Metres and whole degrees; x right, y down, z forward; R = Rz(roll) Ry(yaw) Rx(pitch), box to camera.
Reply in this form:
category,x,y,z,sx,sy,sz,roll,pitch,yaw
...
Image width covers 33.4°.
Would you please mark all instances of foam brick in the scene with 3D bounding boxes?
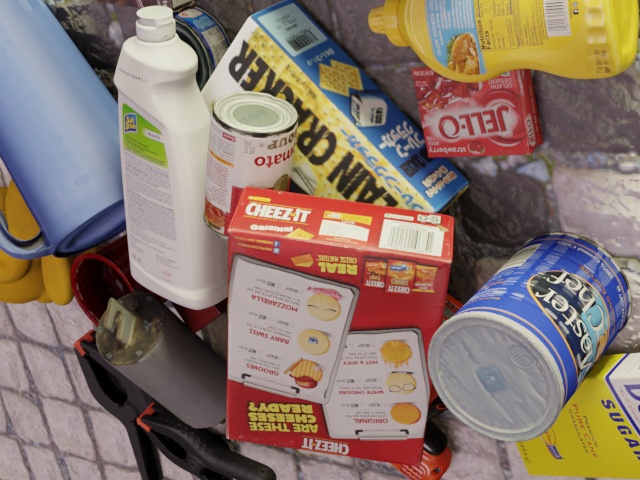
category,x,y,z,sx,sy,sz,roll,pitch,yaw
foam brick,-0.100,0.042,1.023,0.053,0.078,0.051,54,136,-1

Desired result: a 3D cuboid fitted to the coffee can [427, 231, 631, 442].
category,x,y,z,sx,sy,sz,roll,pitch,yaw
coffee can,0.158,0.068,0.794,0.103,0.140,0.103,19,125,29

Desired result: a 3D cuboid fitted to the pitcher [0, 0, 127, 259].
category,x,y,z,sx,sy,sz,roll,pitch,yaw
pitcher,-0.263,-0.109,1.012,0.145,0.149,0.243,-37,84,30

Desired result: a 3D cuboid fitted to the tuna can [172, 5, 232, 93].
category,x,y,z,sx,sy,sz,roll,pitch,yaw
tuna can,-0.119,-0.163,0.948,0.086,0.033,0.086,19,125,29

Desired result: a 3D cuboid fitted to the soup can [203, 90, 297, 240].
category,x,y,z,sx,sy,sz,roll,pitch,yaw
soup can,-0.056,-0.058,0.842,0.069,0.068,0.102,27,129,23

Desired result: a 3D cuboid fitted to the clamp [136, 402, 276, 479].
category,x,y,z,sx,sy,sz,roll,pitch,yaw
clamp,-0.123,0.241,1.149,0.172,0.039,0.120,31,135,20

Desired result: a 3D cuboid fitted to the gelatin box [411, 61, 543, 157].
category,x,y,z,sx,sy,sz,roll,pitch,yaw
gelatin box,0.118,-0.101,0.802,0.089,0.030,0.073,3,117,37

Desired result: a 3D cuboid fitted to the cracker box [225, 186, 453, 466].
category,x,y,z,sx,sy,sz,roll,pitch,yaw
cracker box,0.011,0.070,0.839,0.164,0.072,0.214,8,126,6

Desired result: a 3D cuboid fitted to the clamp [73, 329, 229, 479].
category,x,y,z,sx,sy,sz,roll,pitch,yaw
clamp,-0.200,0.189,1.215,0.165,0.036,0.210,-23,104,42

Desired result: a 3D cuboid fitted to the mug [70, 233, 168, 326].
category,x,y,z,sx,sy,sz,roll,pitch,yaw
mug,-0.201,0.042,1.098,0.117,0.081,0.093,-27,97,44

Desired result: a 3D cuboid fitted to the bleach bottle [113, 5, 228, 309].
category,x,y,z,sx,sy,sz,roll,pitch,yaw
bleach bottle,-0.123,-0.070,0.895,0.103,0.068,0.251,22,128,31

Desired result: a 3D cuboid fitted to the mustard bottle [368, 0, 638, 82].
category,x,y,z,sx,sy,sz,roll,pitch,yaw
mustard bottle,0.116,-0.157,0.731,0.192,0.058,0.096,4,113,36
